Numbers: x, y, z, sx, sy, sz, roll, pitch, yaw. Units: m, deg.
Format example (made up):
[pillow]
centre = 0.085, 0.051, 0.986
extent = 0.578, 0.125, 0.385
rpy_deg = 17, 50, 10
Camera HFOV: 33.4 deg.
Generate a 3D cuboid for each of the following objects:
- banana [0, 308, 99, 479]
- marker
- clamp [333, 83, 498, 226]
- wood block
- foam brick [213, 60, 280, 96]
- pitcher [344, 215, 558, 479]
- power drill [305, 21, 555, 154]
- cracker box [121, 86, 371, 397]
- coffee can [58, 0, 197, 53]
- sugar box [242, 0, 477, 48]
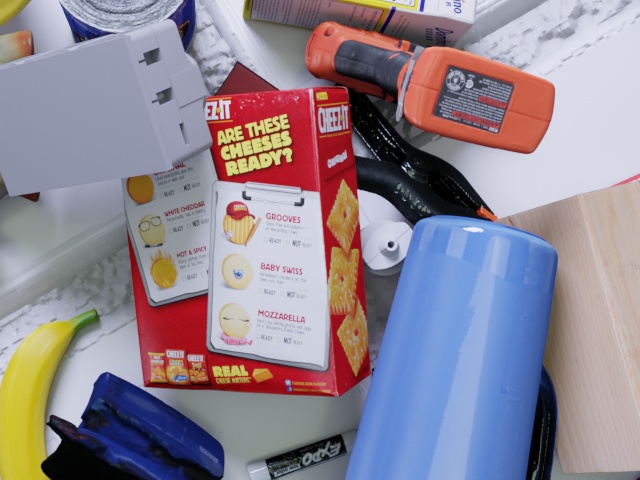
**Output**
[banana]
centre = -0.215, 0.147, 0.818
extent = 0.069, 0.037, 0.198
rpy_deg = 6, 85, -5
[marker]
centre = 0.001, 0.167, 0.847
extent = 0.121, 0.020, 0.020
rpy_deg = -18, 87, -7
[clamp]
centre = 0.065, -0.060, 0.852
extent = 0.171, 0.039, 0.120
rpy_deg = 29, 46, -18
[wood block]
centre = 0.221, 0.067, 0.829
extent = 0.090, 0.091, 0.206
rpy_deg = -12, 86, -38
[foam brick]
centre = -0.049, -0.096, 0.847
extent = 0.078, 0.053, 0.051
rpy_deg = 35, 83, -3
[pitcher]
centre = 0.104, 0.113, 0.776
extent = 0.145, 0.149, 0.243
rpy_deg = 12, 83, 14
[power drill]
centre = 0.095, -0.111, 0.789
extent = 0.184, 0.188, 0.057
rpy_deg = 10, 101, -20
[cracker box]
centre = -0.055, 0.001, 0.780
extent = 0.164, 0.072, 0.214
rpy_deg = -1, 98, 25
[coffee can]
centre = -0.144, -0.186, 0.801
extent = 0.102, 0.140, 0.103
rpy_deg = 0, 85, -6
[sugar box]
centre = 0.029, -0.193, 0.844
extent = 0.176, 0.093, 0.048
rpy_deg = 7, 84, -6
